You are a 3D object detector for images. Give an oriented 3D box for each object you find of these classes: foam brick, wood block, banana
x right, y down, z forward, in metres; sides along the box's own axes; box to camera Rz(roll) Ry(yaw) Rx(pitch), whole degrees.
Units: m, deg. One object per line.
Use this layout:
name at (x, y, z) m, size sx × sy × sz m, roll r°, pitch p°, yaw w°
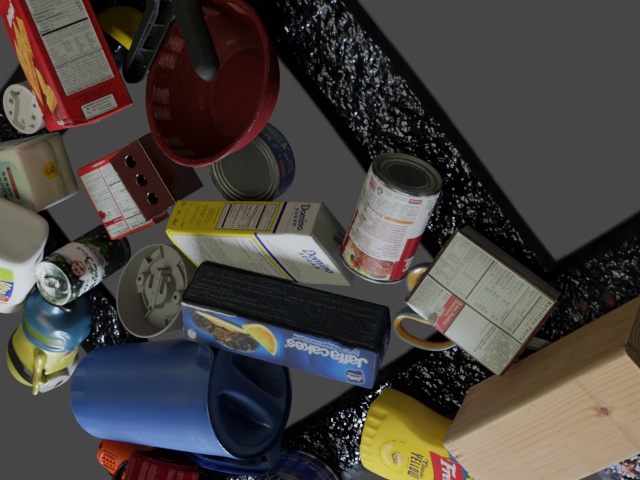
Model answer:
foam brick at (-0.170, -0.071, 1.108) m, size 0.053 × 0.051 × 0.078 m, roll -28°, pitch 96°, yaw 38°
wood block at (0.219, 0.145, 0.928) m, size 0.091 × 0.090 × 0.206 m, roll 48°, pitch 130°, yaw -7°
banana at (-0.160, -0.166, 1.068) m, size 0.198 × 0.037 × 0.070 m, roll 53°, pitch 147°, yaw 2°

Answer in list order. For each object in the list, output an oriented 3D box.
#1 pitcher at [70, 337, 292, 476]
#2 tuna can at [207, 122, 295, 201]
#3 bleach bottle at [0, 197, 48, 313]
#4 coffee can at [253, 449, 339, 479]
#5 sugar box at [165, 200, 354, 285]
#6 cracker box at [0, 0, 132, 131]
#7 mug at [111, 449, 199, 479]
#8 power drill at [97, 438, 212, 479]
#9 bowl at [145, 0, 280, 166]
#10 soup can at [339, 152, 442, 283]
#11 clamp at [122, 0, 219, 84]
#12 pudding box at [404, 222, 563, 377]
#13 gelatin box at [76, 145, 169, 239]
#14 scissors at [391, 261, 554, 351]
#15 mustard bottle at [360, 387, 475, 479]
pitcher at (-0.156, 0.178, 1.178) m, size 0.243 × 0.144 × 0.149 m, roll -5°, pitch 75°, yaw 39°
tuna can at (-0.068, -0.075, 1.050) m, size 0.086 × 0.033 × 0.086 m, roll 15°, pitch 120°, yaw 27°
bleach bottle at (-0.364, 0.033, 1.233) m, size 0.102 × 0.068 × 0.251 m, roll 25°, pitch 155°, yaw -1°
coffee can at (-0.050, 0.308, 1.158) m, size 0.103 × 0.140 × 0.103 m, roll 15°, pitch 120°, yaw 27°
sugar box at (-0.057, 0.001, 1.051) m, size 0.176 × 0.048 × 0.093 m, roll 0°, pitch 147°, yaw 30°
cracker box at (-0.270, -0.216, 1.043) m, size 0.164 × 0.072 × 0.213 m, roll 13°, pitch 127°, yaw 68°
mug at (-0.195, 0.286, 1.223) m, size 0.117 × 0.093 × 0.081 m, roll 9°, pitch 81°, yaw 39°
power drill at (-0.198, 0.341, 1.327) m, size 0.185 × 0.057 × 0.188 m, roll 22°, pitch 121°, yaw 23°
bowl at (-0.090, -0.144, 0.994) m, size 0.162 × 0.055 × 0.162 m, roll -8°, pitch 78°, yaw 40°
soup can at (0.063, -0.021, 0.970) m, size 0.068 × 0.068 × 0.102 m, roll 31°, pitch 125°, yaw 17°
clamp at (-0.127, -0.222, 0.976) m, size 0.120 × 0.039 × 0.171 m, roll 15°, pitch 100°, yaw 34°
pudding box at (0.145, 0.053, 0.957) m, size 0.113 × 0.039 × 0.090 m, roll 37°, pitch 107°, yaw 10°
gelatin box at (-0.214, -0.051, 1.160) m, size 0.073 × 0.030 × 0.089 m, roll -19°, pitch 102°, yaw 36°
scissors at (0.158, 0.067, 0.985) m, size 0.202 × 0.016 × 0.096 m, roll 0°, pitch 108°, yaw 28°
mustard bottle at (0.134, 0.221, 1.048) m, size 0.192 × 0.058 × 0.096 m, roll 22°, pitch 126°, yaw 22°
